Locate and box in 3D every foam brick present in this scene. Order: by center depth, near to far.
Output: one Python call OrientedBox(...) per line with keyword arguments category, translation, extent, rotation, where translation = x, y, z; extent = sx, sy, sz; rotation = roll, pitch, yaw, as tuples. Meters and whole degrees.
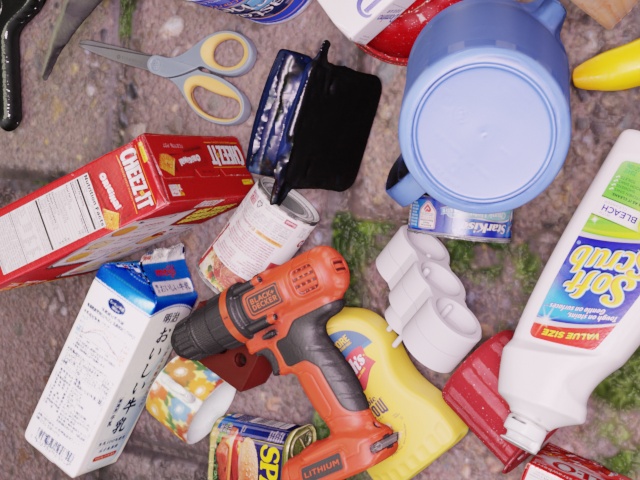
OrientedBox(category="foam brick", translation=(-0.080, 0.095, 0.987), extent=(0.078, 0.051, 0.053), rotation=(32, 106, 19))

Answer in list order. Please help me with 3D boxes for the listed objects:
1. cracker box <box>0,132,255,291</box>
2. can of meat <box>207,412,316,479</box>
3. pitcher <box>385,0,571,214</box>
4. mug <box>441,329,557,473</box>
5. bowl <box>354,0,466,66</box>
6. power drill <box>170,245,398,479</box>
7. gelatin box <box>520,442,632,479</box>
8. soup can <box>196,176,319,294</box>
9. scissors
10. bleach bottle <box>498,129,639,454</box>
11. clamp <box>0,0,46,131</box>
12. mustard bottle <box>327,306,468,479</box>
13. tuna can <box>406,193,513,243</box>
OrientedBox(category="cracker box", translation=(-0.189, -0.027, 0.969), extent=(0.214, 0.164, 0.072), rotation=(-24, 85, 24))
OrientedBox(category="can of meat", translation=(-0.055, 0.213, 0.980), extent=(0.084, 0.057, 0.102), rotation=(7, 96, 26))
OrientedBox(category="pitcher", translation=(0.113, -0.092, 0.774), extent=(0.145, 0.242, 0.149), rotation=(0, 107, 10))
OrientedBox(category="mug", translation=(0.162, 0.119, 0.865), extent=(0.117, 0.093, 0.081), rotation=(-40, 69, -11))
OrientedBox(category="bowl", translation=(0.072, -0.230, 0.898), extent=(0.162, 0.055, 0.162), rotation=(2, 94, 24))
OrientedBox(category="power drill", translation=(-0.030, 0.118, 0.900), extent=(0.185, 0.057, 0.188), rotation=(-28, 82, 29))
OrientedBox(category="gelatin box", translation=(0.209, 0.198, 0.848), extent=(0.089, 0.073, 0.030), rotation=(22, 102, 22))
OrientedBox(category="soup can", translation=(-0.056, 0.001, 0.963), extent=(0.068, 0.068, 0.102), rotation=(43, 108, 17))
OrientedBox(category="scissors", translation=(-0.140, -0.181, 1.020), extent=(0.202, 0.016, 0.096), rotation=(35, 104, 19))
OrientedBox(category="bleach bottle", translation=(0.212, 0.046, 0.796), extent=(0.103, 0.068, 0.251), rotation=(26, 81, 24))
OrientedBox(category="clamp", translation=(-0.342, -0.237, 1.097), extent=(0.165, 0.036, 0.210), rotation=(26, 101, 21))
OrientedBox(category="mustard bottle", translation=(0.036, 0.117, 0.932), extent=(0.096, 0.058, 0.192), rotation=(-46, 74, 30))
OrientedBox(category="tuna can", translation=(0.115, -0.020, 0.873), extent=(0.086, 0.086, 0.034), rotation=(8, 95, 24))
